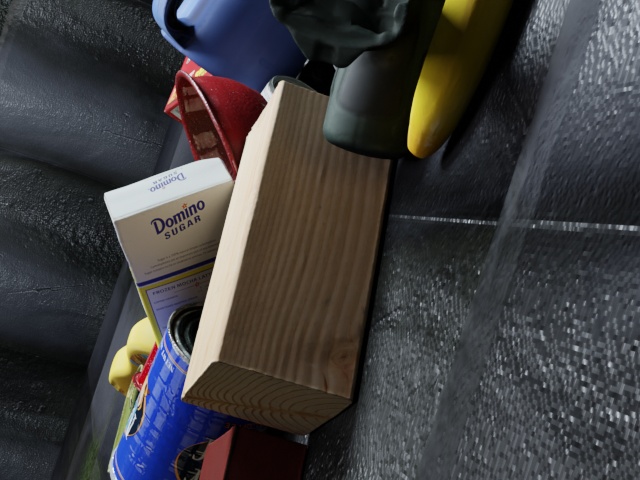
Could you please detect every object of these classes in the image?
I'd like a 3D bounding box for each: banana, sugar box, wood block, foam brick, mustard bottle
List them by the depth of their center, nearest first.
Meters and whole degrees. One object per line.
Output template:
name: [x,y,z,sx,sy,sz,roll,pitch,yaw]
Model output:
banana: [0.093,-0.142,0.604,0.069,0.037,0.198,44,-115,-84]
wood block: [-0.018,0.011,0.711,0.090,0.090,0.206,131,154,-58]
foam brick: [-0.049,0.162,0.717,0.078,0.051,0.053,135,150,-63]
sugar box: [-0.098,0.026,0.827,0.048,0.093,0.176,-123,17,-51]
mustard bottle: [-0.153,0.117,1.094,0.192,0.096,0.058,131,155,-58]

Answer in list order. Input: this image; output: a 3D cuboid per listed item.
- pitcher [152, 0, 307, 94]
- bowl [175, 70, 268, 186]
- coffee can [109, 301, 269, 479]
pitcher: [-0.038,-0.255,0.978,0.243,0.145,0.149,-56,5,12]
bowl: [-0.062,-0.068,0.859,0.162,0.055,0.162,60,165,27]
coffee can: [-0.090,0.132,0.809,0.103,0.102,0.140,-97,29,-61]
